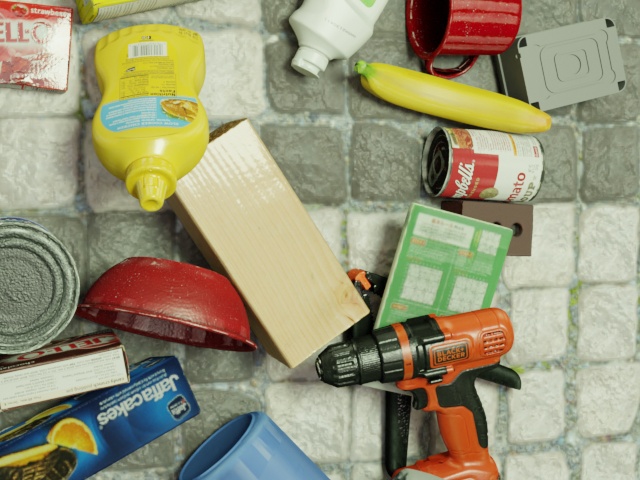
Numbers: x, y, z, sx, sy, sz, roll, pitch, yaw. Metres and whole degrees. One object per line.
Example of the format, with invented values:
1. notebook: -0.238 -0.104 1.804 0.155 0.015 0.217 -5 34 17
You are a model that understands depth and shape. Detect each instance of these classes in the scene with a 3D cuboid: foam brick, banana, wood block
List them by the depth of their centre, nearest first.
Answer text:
1. wood block: -0.056 0.001 0.966 0.090 0.090 0.206 -35 103 -12
2. banana: 0.120 -0.134 1.020 0.197 0.069 0.037 13 104 -10
3. foam brick: 0.162 -0.012 1.051 0.078 0.051 0.053 2 92 -17

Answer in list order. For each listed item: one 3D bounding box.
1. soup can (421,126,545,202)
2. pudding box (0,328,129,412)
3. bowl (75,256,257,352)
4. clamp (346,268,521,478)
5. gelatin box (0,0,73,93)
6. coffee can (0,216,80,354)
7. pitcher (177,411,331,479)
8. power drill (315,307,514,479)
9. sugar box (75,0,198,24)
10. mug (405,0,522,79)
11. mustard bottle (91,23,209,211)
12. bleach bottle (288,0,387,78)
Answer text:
1. soup can: 0.158 -0.073 1.038 0.102 0.069 0.068 3 92 -17
2. pudding box: -0.226 0.110 0.920 0.113 0.090 0.039 -13 97 -16
3. bowl: -0.128 0.052 0.915 0.162 0.162 0.055 15 77 -17
4. clamp: 0.082 0.122 1.042 0.164 0.036 0.210 -43 105 -9
5. gelatin box: -0.262 -0.169 0.926 0.089 0.030 0.073 4 91 -17
6. coffee can: -0.255 0.033 0.880 0.102 0.140 0.103 -1 93 -17
7. pitcher: -0.026 0.283 0.978 0.149 0.145 0.243 -44 100 -25
8. power drill: 0.093 0.160 0.986 0.184 0.057 0.188 -11 113 -8
9. sugar box: -0.123 -0.232 0.932 0.176 0.093 0.048 -18 98 -16
10. mug: 0.135 -0.208 1.021 0.081 0.093 0.117 -3 124 -22
11. mustard bottle: -0.142 -0.100 0.892 0.096 0.058 0.191 -4 49 -5
12. bleach bottle: 0.032 -0.273 0.994 0.102 0.068 0.251 26 87 -16
